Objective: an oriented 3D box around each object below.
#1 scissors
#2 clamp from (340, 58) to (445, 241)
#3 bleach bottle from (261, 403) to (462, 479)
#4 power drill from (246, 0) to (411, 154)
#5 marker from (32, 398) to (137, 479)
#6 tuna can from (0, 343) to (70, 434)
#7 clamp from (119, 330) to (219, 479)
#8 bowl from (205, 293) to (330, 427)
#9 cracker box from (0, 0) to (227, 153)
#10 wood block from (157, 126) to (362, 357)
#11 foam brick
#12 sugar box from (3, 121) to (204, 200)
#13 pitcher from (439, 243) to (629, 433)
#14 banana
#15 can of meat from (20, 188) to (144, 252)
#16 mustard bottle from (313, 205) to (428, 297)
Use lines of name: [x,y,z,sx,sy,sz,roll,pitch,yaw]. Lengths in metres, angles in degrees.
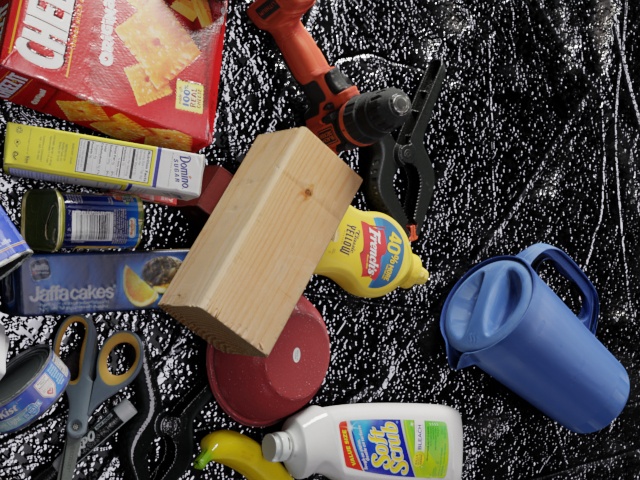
scissors: [-0.214,0.169,1.019,0.096,0.016,0.202,-5,79,-2]
clamp: [0.080,-0.103,1.216,0.164,0.036,0.210,-5,97,-35]
bleach bottle: [0.046,0.232,1.180,0.250,0.068,0.102,5,86,-36]
power drill: [0.006,-0.181,1.096,0.057,0.185,0.187,-29,97,-28]
marker: [-0.229,0.199,1.031,0.121,0.020,0.020,-41,112,-7]
tuna can: [-0.273,0.136,0.980,0.086,0.086,0.033,-45,115,-22]
clamp: [-0.150,0.182,1.087,0.120,0.039,0.171,10,86,-28]
bowl: [-0.041,0.119,1.123,0.161,0.055,0.162,-1,91,-44]
cracker box: [-0.196,-0.188,0.999,0.213,0.072,0.164,19,66,-33]
wood block: [-0.056,0.001,1.039,0.090,0.090,0.206,40,67,-28]
foam brick: [-0.100,-0.035,1.100,0.078,0.053,0.051,39,72,-26]
sugar box: [-0.200,-0.071,0.985,0.176,0.093,0.048,6,88,-14]
pitcher: [0.274,0.126,1.293,0.242,0.149,0.145,39,40,-30]
banana: [-0.069,0.250,1.129,0.197,0.037,0.069,43,45,-36]
can of meat: [-0.223,-0.018,0.997,0.083,0.102,0.057,1,91,-34]
mustard bottle: [0.044,0.011,1.187,0.191,0.058,0.096,23,75,-31]
